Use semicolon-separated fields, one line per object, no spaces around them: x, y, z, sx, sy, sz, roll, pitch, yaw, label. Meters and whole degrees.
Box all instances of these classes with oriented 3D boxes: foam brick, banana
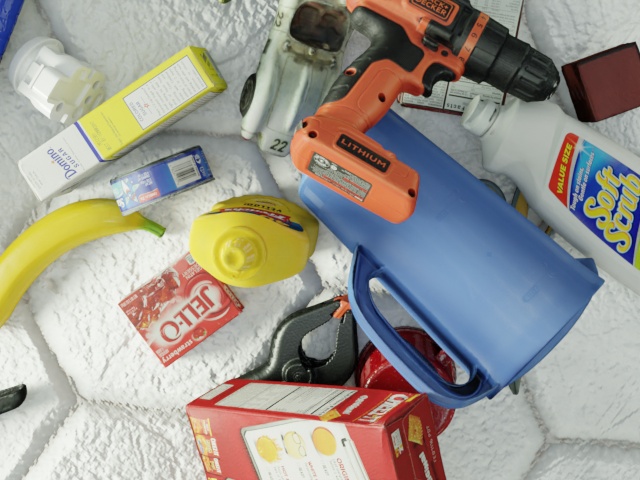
0.238;-0.131;0.889;0.051;0.078;0.053;-20;95;5;foam brick
-0.239;0.014;0.954;0.198;0.037;0.069;-29;96;7;banana

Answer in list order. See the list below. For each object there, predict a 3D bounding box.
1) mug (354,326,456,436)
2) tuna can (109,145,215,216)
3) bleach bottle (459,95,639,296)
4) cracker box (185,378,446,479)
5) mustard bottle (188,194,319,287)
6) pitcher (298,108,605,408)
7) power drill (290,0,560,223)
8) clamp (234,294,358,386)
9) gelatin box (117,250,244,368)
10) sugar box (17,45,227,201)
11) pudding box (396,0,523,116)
0.084;0.121;0.932;0.093;0.081;0.117;45;98;-4;mug
-0.136;-0.052;0.915;0.086;0.086;0.034;-21;96;5;tuna can
0.223;-0.036;0.895;0.250;0.068;0.102;31;95;-9;bleach bottle
0.002;0.202;0.876;0.214;0.071;0.164;-2;107;40;cracker box
-0.056;0.001;0.864;0.096;0.191;0.058;12;99;3;mustard bottle
0.093;0.010;0.869;0.243;0.149;0.145;43;112;11;pitcher
0.076;-0.109;0.823;0.184;0.057;0.187;28;66;3;power drill
-0.029;0.118;0.960;0.120;0.039;0.171;23;100;-5;clamp
-0.124;0.059;0.958;0.089;0.030;0.073;-35;96;7;gelatin box
-0.165;-0.100;0.905;0.176;0.093;0.048;-30;96;6;sugar box
0.119;-0.163;0.910;0.090;0.039;0.113;10;102;-2;pudding box
